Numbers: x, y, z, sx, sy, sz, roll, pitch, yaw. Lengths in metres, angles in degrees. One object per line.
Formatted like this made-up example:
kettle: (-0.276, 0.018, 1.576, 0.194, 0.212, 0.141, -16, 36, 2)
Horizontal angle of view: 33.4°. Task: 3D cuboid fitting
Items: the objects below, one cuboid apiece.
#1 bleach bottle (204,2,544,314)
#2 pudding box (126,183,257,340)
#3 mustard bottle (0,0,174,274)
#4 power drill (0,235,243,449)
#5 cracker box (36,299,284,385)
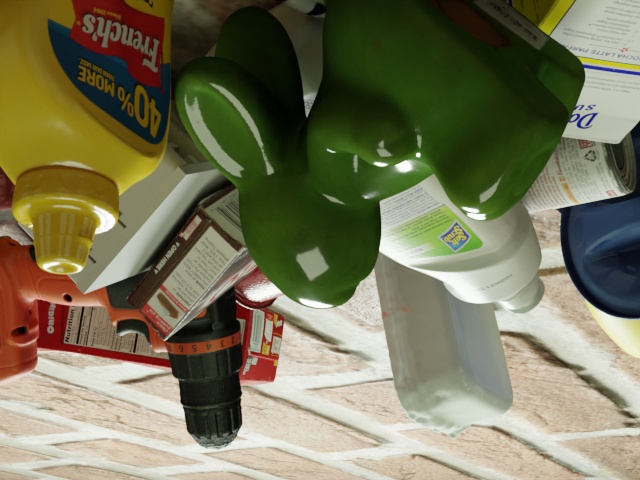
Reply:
bleach bottle: (0.043, -0.031, 0.629, 0.103, 0.068, 0.250, -20, 132, 41)
pudding box: (-0.054, 0.001, 0.641, 0.090, 0.039, 0.113, -49, 173, 33)
mustard bottle: (-0.099, -0.079, 0.442, 0.058, 0.191, 0.096, -9, 157, 24)
power drill: (-0.148, 0.060, 0.748, 0.188, 0.184, 0.057, -5, -174, 9)
cracker box: (-0.150, 0.077, 0.923, 0.214, 0.072, 0.164, 7, 173, 8)
